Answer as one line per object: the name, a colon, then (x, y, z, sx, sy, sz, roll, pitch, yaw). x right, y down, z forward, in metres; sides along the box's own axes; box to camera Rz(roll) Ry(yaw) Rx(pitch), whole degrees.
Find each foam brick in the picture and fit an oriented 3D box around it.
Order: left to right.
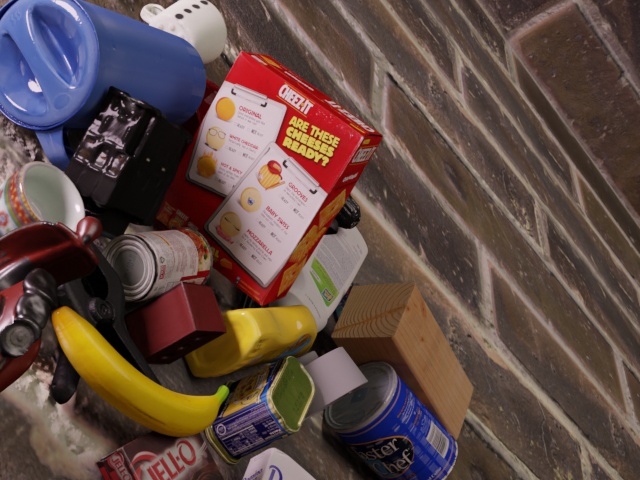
foam brick: (-0.140, 0.081, 1.038, 0.052, 0.078, 0.051, 14, 51, -58)

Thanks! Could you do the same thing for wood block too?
wood block: (0.108, 0.157, 1.351, 0.206, 0.091, 0.090, 59, 42, -35)

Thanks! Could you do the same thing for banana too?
banana: (-0.157, 0.126, 0.932, 0.197, 0.037, 0.069, 35, 29, -36)

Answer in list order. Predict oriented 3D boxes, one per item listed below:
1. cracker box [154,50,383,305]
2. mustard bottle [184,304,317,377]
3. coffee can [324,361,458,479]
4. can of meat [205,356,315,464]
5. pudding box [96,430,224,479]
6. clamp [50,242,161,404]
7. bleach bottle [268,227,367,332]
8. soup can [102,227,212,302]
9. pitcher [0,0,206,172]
cracker box: (-0.059, -0.066, 1.129, 0.164, 0.214, 0.072, 37, 19, 15)
mustard bottle: (-0.057, 0.104, 1.149, 0.191, 0.096, 0.058, 0, 59, -62)
coffee can: (0.086, 0.229, 1.288, 0.140, 0.103, 0.102, 49, 27, -26)
can of meat: (-0.060, 0.171, 1.092, 0.057, 0.084, 0.102, 55, 25, -14)
pudding box: (-0.137, 0.213, 0.951, 0.090, 0.039, 0.113, 62, 24, 5)
clamp: (-0.199, 0.077, 0.976, 0.120, 0.039, 0.171, 29, 44, -50)
bleach bottle: (-0.013, 0.044, 1.344, 0.102, 0.068, 0.250, 53, 28, -10)
soup can: (-0.163, 0.023, 1.067, 0.102, 0.069, 0.068, -8, 72, -63)
pitcher: (-0.219, -0.164, 1.102, 0.145, 0.149, 0.242, 41, 17, 16)
